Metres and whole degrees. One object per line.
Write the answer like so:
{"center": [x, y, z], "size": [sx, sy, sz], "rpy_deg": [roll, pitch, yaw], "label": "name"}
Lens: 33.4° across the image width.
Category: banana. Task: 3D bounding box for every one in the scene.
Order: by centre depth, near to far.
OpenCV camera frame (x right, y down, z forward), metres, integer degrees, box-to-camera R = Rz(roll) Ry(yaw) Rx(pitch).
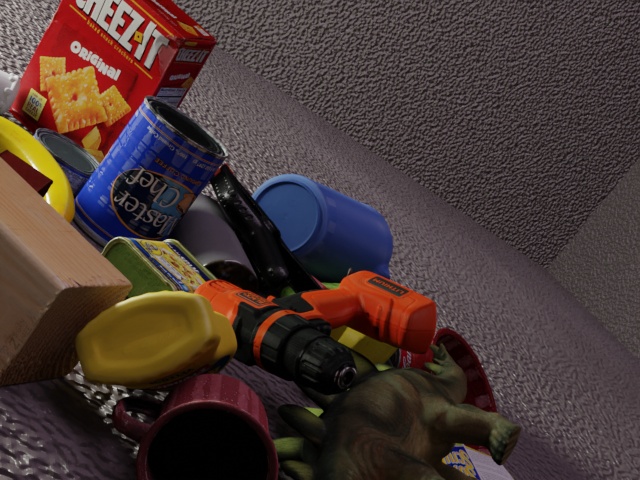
{"center": [-0.291, -0.070, 1.055], "size": [0.198, 0.037, 0.069], "rpy_deg": [42, 30, 26], "label": "banana"}

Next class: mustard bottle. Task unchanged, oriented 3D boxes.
{"center": [-0.114, 0.083, 0.809], "size": [0.191, 0.096, 0.058], "rpy_deg": [72, -2, -78], "label": "mustard bottle"}

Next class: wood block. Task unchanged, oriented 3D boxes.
{"center": [-0.248, 0.000, 0.763], "size": [0.206, 0.090, 0.090], "rpy_deg": [41, 13, 17], "label": "wood block"}

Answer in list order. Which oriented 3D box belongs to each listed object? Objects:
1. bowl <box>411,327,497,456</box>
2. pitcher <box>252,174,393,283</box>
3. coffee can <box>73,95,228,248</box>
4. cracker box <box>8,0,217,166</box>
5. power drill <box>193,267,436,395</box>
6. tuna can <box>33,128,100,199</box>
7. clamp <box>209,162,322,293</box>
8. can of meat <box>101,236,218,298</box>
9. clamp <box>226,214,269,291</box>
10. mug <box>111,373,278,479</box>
{"center": [0.143, 0.184, 1.207], "size": [0.162, 0.055, 0.162], "rpy_deg": [42, 35, -41], "label": "bowl"}
{"center": [-0.010, -0.014, 1.362], "size": [0.149, 0.145, 0.242], "rpy_deg": [-6, -12, 19], "label": "pitcher"}
{"center": [-0.175, -0.061, 1.091], "size": [0.102, 0.140, 0.103], "rpy_deg": [36, 12, -9], "label": "coffee can"}
{"center": [-0.239, -0.185, 1.197], "size": [0.164, 0.214, 0.072], "rpy_deg": [42, 24, 16], "label": "cracker box"}
{"center": [0.010, 0.073, 0.899], "size": [0.187, 0.057, 0.185], "rpy_deg": [-2, 19, -43], "label": "power drill"}
{"center": [-0.275, -0.081, 1.139], "size": [0.086, 0.034, 0.086], "rpy_deg": [36, 12, -9], "label": "tuna can"}
{"center": [-0.058, 0.001, 1.161], "size": [0.210, 0.036, 0.164], "rpy_deg": [55, 6, 34], "label": "clamp"}
{"center": [-0.147, 0.042, 0.986], "size": [0.102, 0.057, 0.083], "rpy_deg": [42, 15, 23], "label": "can of meat"}
{"center": [-0.110, -0.008, 1.329], "size": [0.120, 0.039, 0.171], "rpy_deg": [47, 7, -20], "label": "clamp"}
{"center": [-0.087, 0.137, 0.730], "size": [0.117, 0.093, 0.081], "rpy_deg": [21, 9, -7], "label": "mug"}
